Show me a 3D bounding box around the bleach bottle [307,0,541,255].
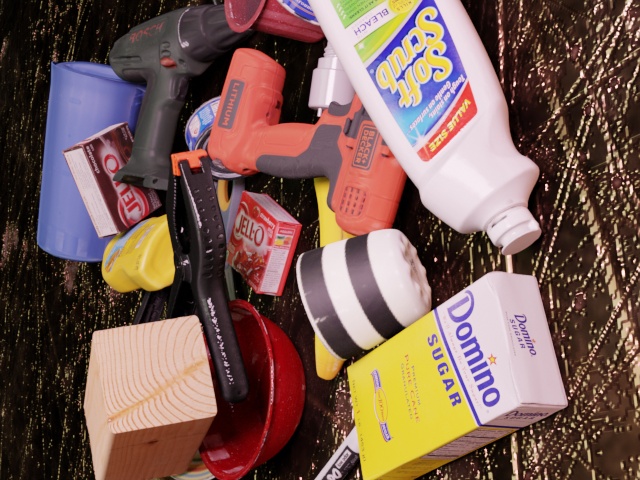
[{"bbox_3d":[0.083,-0.104,0.736,0.102,0.068,0.251,-32,66,9],"label":"bleach bottle"}]

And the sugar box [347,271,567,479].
[{"bbox_3d":[0.086,0.099,0.732,0.177,0.048,0.093,-44,47,49],"label":"sugar box"}]

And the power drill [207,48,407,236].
[{"bbox_3d":[0.003,-0.106,0.857,0.188,0.057,0.184,17,89,39],"label":"power drill"}]

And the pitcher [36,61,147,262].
[{"bbox_3d":[-0.279,-0.097,1.342,0.149,0.144,0.243,-131,51,-67],"label":"pitcher"}]

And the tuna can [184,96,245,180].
[{"bbox_3d":[-0.086,-0.099,1.034,0.086,0.086,0.034,-58,40,36],"label":"tuna can"}]

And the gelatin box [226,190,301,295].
[{"bbox_3d":[-0.057,0.001,1.015,0.089,0.030,0.073,41,119,55],"label":"gelatin box"}]

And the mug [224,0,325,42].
[{"bbox_3d":[-0.037,-0.226,0.983,0.117,0.081,0.093,-15,71,58],"label":"mug"}]

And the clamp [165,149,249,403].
[{"bbox_3d":[-0.111,0.021,0.938,0.165,0.036,0.210,28,127,60],"label":"clamp"}]

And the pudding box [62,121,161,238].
[{"bbox_3d":[-0.241,-0.070,1.242,0.039,0.089,0.113,-14,106,30],"label":"pudding box"}]

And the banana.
[{"bbox_3d":[0.014,0.014,0.890,0.070,0.037,0.198,125,145,-68],"label":"banana"}]

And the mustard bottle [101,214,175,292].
[{"bbox_3d":[-0.202,0.016,1.218,0.096,0.058,0.192,-57,22,-21],"label":"mustard bottle"}]

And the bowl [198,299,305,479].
[{"bbox_3d":[-0.059,0.136,0.963,0.162,0.055,0.162,-21,65,57],"label":"bowl"}]

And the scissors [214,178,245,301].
[{"bbox_3d":[-0.089,0.000,1.085,0.096,0.016,0.202,-59,37,34],"label":"scissors"}]

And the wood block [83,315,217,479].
[{"bbox_3d":[-0.157,0.151,0.956,0.206,0.090,0.090,120,139,-62],"label":"wood block"}]

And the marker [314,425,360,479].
[{"bbox_3d":[0.009,0.191,0.869,0.121,0.020,0.020,-58,38,36],"label":"marker"}]

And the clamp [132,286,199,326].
[{"bbox_3d":[-0.204,0.119,1.190,0.171,0.039,0.120,-49,25,2],"label":"clamp"}]
